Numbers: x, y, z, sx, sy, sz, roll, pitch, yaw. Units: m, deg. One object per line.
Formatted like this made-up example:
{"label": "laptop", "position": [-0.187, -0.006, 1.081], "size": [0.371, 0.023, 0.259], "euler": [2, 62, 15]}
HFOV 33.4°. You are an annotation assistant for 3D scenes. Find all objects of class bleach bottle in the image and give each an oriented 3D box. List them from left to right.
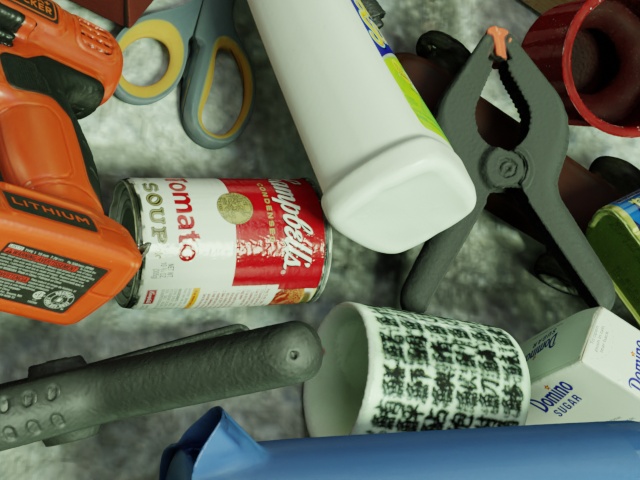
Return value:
{"label": "bleach bottle", "position": [-0.002, -0.118, 0.583], "size": [0.068, 0.102, 0.251], "euler": [-30, 67, 14]}

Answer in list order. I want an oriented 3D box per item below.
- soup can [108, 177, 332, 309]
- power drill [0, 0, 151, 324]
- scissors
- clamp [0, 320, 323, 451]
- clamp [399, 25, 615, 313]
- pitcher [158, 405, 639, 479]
{"label": "soup can", "position": [-0.054, 0.001, 0.554], "size": [0.102, 0.069, 0.068], "euler": [-1, 71, -23]}
{"label": "power drill", "position": [-0.158, -0.061, 0.479], "size": [0.184, 0.057, 0.188], "euler": [20, 41, -42]}
{"label": "scissors", "position": [-0.077, -0.149, 0.630], "size": [0.096, 0.016, 0.202], "euler": [6, 68, -22]}
{"label": "clamp", "position": [-0.109, 0.070, 0.481], "size": [0.210, 0.164, 0.036], "euler": [-13, 87, -7]}
{"label": "clamp", "position": [0.112, -0.032, 0.604], "size": [0.120, 0.039, 0.171], "euler": [7, 87, -9]}
{"label": "pitcher", "position": [0.049, 0.158, 0.488], "size": [0.242, 0.149, 0.145], "euler": [-3, 53, -16]}
